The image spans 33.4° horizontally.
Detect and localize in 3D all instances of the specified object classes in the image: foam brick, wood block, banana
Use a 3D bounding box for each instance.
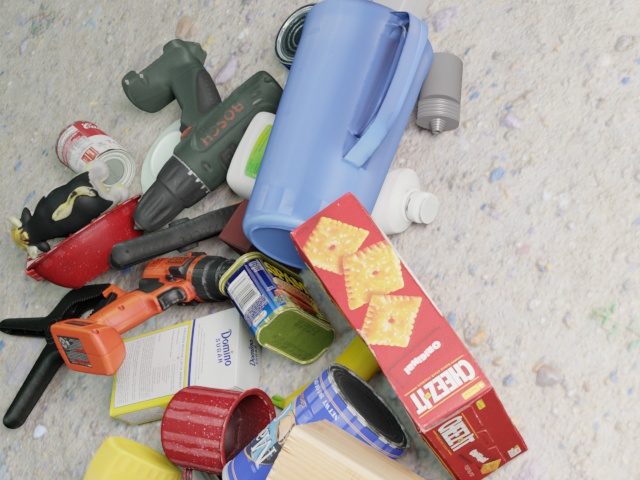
[{"bbox_3d":[-0.057,0.001,1.119,0.053,0.078,0.051,26,79,43],"label":"foam brick"},{"bbox_3d":[0.057,0.232,0.833,0.206,0.090,0.091,29,94,18],"label":"wood block"},{"bbox_3d":[0.027,0.113,1.023,0.198,0.037,0.070,-43,47,13],"label":"banana"}]

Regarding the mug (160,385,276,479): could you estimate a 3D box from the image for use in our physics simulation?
[{"bbox_3d":[-0.103,0.197,1.039,0.082,0.093,0.117,3,79,31],"label":"mug"}]

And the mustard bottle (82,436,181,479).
[{"bbox_3d":[-0.228,0.298,1.090,0.058,0.096,0.191,32,89,44],"label":"mustard bottle"}]

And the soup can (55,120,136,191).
[{"bbox_3d":[-0.291,-0.106,1.380,0.102,0.068,0.068,37,92,44],"label":"soup can"}]

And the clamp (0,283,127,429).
[{"bbox_3d":[-0.323,0.111,1.310,0.210,0.036,0.165,-40,46,12],"label":"clamp"}]

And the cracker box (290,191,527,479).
[{"bbox_3d":[0.073,0.085,0.886,0.072,0.164,0.214,-34,56,1],"label":"cracker box"}]

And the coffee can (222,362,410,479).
[{"bbox_3d":[-0.004,0.194,0.958,0.140,0.102,0.103,-46,47,10],"label":"coffee can"}]

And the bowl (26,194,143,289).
[{"bbox_3d":[-0.267,0.011,1.272,0.162,0.055,0.162,-33,5,3],"label":"bowl"}]

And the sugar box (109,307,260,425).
[{"bbox_3d":[-0.144,0.136,1.145,0.176,0.048,0.093,-15,58,29],"label":"sugar box"}]

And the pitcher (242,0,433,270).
[{"bbox_3d":[0.018,-0.100,1.004,0.145,0.149,0.242,11,67,18],"label":"pitcher"}]

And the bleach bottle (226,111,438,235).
[{"bbox_3d":[0.018,-0.065,1.111,0.251,0.068,0.102,17,76,40],"label":"bleach bottle"}]

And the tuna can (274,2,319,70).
[{"bbox_3d":[-0.012,-0.233,1.243,0.086,0.033,0.086,-19,56,31],"label":"tuna can"}]

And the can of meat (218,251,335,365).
[{"bbox_3d":[-0.041,0.069,1.058,0.057,0.102,0.084,-46,48,10],"label":"can of meat"}]

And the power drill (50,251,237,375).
[{"bbox_3d":[-0.175,0.073,1.129,0.187,0.057,0.185,-32,19,-37],"label":"power drill"}]

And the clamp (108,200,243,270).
[{"bbox_3d":[-0.161,-0.003,1.190,0.120,0.171,0.039,-5,102,67],"label":"clamp"}]
